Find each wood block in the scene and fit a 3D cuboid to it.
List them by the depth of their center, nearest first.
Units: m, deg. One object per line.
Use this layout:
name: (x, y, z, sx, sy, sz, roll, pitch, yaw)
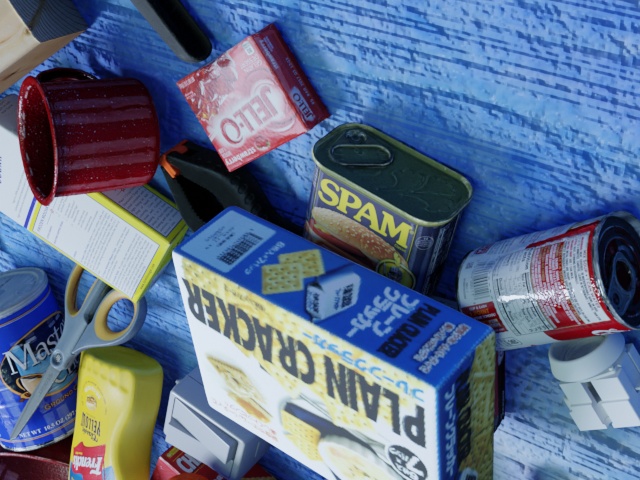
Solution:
wood block: (-0.288, -0.133, 0.789, 0.206, 0.090, 0.090, -31, 99, 19)

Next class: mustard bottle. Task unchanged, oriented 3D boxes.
mustard bottle: (-0.189, 0.196, 0.958, 0.096, 0.058, 0.192, 14, 99, 46)

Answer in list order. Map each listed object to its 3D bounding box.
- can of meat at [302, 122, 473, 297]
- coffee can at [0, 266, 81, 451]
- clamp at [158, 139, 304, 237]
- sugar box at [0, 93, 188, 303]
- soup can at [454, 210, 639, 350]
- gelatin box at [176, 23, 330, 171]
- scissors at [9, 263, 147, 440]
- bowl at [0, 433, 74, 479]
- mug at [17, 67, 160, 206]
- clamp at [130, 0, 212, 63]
can of meat: (0.039, -0.014, 0.690, 0.102, 0.057, 0.084, 31, 136, 20)
coffee can: (-0.280, 0.110, 1.000, 0.103, 0.102, 0.140, 1, 119, 38)
clamp: (-0.055, 0.001, 0.791, 0.171, 0.039, 0.120, 42, 132, 13)
sugar box: (-0.196, -0.033, 0.856, 0.176, 0.048, 0.093, 37, 135, 1)
soup can: (0.138, 0.026, 0.628, 0.102, 0.068, 0.068, -17, 107, 45)
gelatin box: (-0.047, -0.095, 0.722, 0.089, 0.030, 0.073, -21, 105, 45)
scissors: (-0.208, 0.103, 0.924, 0.096, 0.016, 0.202, 26, 100, 30)
bowl: (-0.265, 0.223, 1.072, 0.162, 0.055, 0.162, 8, 148, 5)
mug: (-0.173, -0.085, 0.785, 0.117, 0.081, 0.093, 59, 144, 33)
clamp: (-0.148, -0.229, 0.707, 0.210, 0.036, 0.165, 32, 134, 18)
